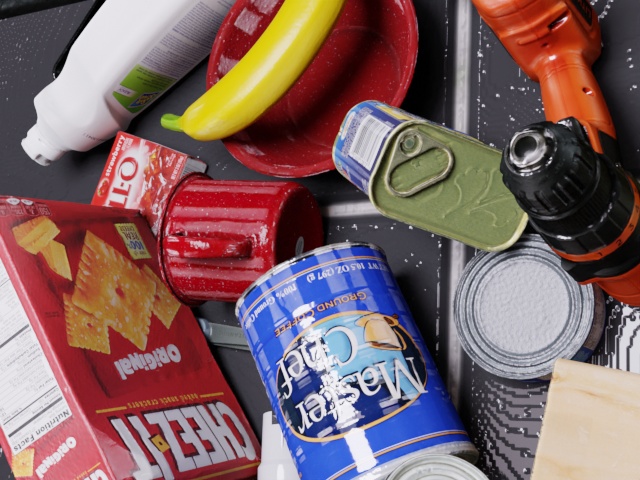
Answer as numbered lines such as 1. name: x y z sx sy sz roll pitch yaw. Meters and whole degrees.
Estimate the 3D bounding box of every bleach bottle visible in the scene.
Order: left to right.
1. bleach bottle: -0.132 -0.148 0.786 0.251 0.102 0.068 -40 69 15

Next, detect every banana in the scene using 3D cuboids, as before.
1. banana: -0.031 -0.131 0.696 0.198 0.037 0.070 -46 61 12

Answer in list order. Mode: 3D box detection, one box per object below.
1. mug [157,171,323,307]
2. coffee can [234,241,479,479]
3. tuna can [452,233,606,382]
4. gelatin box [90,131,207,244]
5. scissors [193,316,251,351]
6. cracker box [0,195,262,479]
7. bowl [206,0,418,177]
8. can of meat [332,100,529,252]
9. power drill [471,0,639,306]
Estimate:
1. mug: -0.055 0.001 0.701 0.082 0.117 0.093 3 91 26
2. coffee can: 0.019 0.086 0.642 0.103 0.102 0.140 -33 64 20
3. tuna can: 0.124 0.041 0.632 0.086 0.033 0.086 -8 75 28
4. gelatin box: -0.135 -0.029 0.802 0.073 0.030 0.089 21 89 32
5. scissors: -0.099 0.080 0.763 0.202 0.016 0.096 25 93 32
6. cracker box: -0.138 0.077 0.681 0.072 0.164 0.214 -37 72 21
7. bowl: 0.003 -0.114 0.727 0.162 0.055 0.162 -8 74 29
8. can of meat: 0.065 -0.042 0.633 0.057 0.102 0.084 -68 22 11
9. power drill: 0.130 -0.068 0.579 0.057 0.184 0.187 -22 59 24
